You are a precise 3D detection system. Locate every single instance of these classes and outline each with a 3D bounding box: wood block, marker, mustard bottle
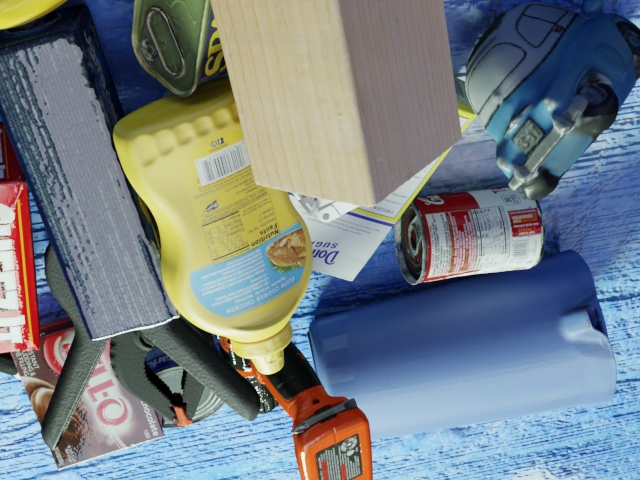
[{"bbox_3d":[0.002,-0.133,0.556,0.090,0.090,0.206,-37,127,-38],"label":"wood block"},{"bbox_3d":[-0.223,0.114,0.878,0.020,0.020,0.121,-40,133,21],"label":"marker"},{"bbox_3d":[-0.055,0.001,0.663,0.096,0.058,0.191,-26,118,-22],"label":"mustard bottle"}]

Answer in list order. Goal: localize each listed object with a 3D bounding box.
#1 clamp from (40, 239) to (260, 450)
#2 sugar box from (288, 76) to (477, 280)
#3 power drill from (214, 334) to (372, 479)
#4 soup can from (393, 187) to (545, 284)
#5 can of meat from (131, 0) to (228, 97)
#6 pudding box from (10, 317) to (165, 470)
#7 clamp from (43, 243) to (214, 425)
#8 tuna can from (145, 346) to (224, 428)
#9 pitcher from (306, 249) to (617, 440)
[{"bbox_3d":[-0.130,0.050,0.757,0.164,0.036,0.210,-3,106,4],"label":"clamp"},{"bbox_3d":[0.026,-0.052,0.773,0.093,0.048,0.176,17,130,-27],"label":"sugar box"},{"bbox_3d":[-0.028,0.121,0.833,0.057,0.188,0.184,-25,137,-16],"label":"power drill"},{"bbox_3d":[0.116,-0.005,0.838,0.102,0.068,0.068,-7,136,-14],"label":"soup can"},{"bbox_3d":[-0.057,-0.145,0.618,0.083,0.057,0.102,-31,149,-38],"label":"can of meat"},{"bbox_3d":[-0.182,0.114,0.845,0.090,0.039,0.113,-17,108,-1],"label":"pudding box"},{"bbox_3d":[-0.136,0.061,0.801,0.120,0.039,0.171,-6,105,0],"label":"clamp"},{"bbox_3d":[-0.123,0.121,0.910,0.086,0.034,0.086,-10,137,-9],"label":"tuna can"},{"bbox_3d":[0.116,0.099,0.913,0.243,0.145,0.149,-12,125,-2],"label":"pitcher"}]
